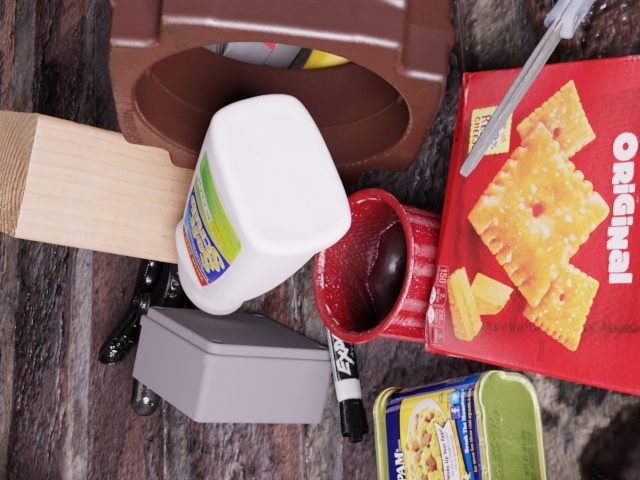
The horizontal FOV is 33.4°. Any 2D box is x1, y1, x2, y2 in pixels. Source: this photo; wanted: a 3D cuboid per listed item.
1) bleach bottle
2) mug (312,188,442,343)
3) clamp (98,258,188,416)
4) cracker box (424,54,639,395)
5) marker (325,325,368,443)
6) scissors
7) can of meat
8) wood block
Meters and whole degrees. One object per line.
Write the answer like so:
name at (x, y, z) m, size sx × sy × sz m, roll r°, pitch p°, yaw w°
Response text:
bleach bottle at (-0.055, 0.001, 0.715) m, size 0.251 × 0.068 × 0.102 m, roll 127°, pitch 125°, yaw -65°
mug at (0.048, 0.017, 0.664) m, size 0.117 × 0.081 × 0.093 m, roll 26°, pitch 103°, yaw 53°
clamp at (-0.147, 0.068, 0.951) m, size 0.120 × 0.039 × 0.172 m, roll 45°, pitch 117°, yaw 47°
cracker box at (0.154, -0.006, 0.536) m, size 0.214 × 0.072 × 0.164 m, roll 6°, pitch 85°, yaw 53°
marker at (0.016, 0.081, 0.744) m, size 0.020 × 0.020 × 0.121 m, roll -35°, pitch 55°, yaw 44°
scissors at (0.131, -0.116, 0.543) m, size 0.016 × 0.096 × 0.202 m, roll 31°, pitch 97°, yaw 20°
can of meat at (0.081, 0.129, 0.614) m, size 0.084 × 0.057 × 0.102 m, roll -22°, pitch 65°, yaw 47°
wood block at (-0.150, -0.036, 0.839) m, size 0.091 × 0.205 × 0.090 m, roll 13°, pitch 92°, yaw 54°
